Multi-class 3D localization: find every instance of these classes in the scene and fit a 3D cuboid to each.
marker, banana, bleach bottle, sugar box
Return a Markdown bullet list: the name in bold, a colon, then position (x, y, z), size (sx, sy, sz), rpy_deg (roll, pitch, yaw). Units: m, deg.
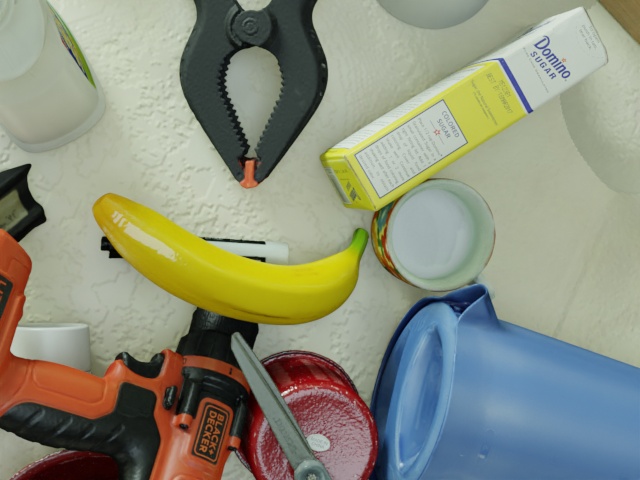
- **marker**: position (-0.081, 0.006, 0.692), size (0.121, 0.020, 0.020), rpy_deg (5, 93, -10)
- **banana**: position (-0.047, 0.017, 0.653), size (0.197, 0.037, 0.069), rpy_deg (9, 55, -37)
- **bleach bottle**: position (-0.161, -0.100, 0.554), size (0.068, 0.251, 0.102), rpy_deg (-30, 98, -7)
- **sugar box**: position (0.088, -0.081, 0.679), size (0.176, 0.093, 0.048), rpy_deg (-30, 99, -7)

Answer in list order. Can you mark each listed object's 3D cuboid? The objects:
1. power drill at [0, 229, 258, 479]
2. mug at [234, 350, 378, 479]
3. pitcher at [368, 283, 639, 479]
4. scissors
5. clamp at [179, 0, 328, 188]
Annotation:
- **power drill**: position (-0.124, 0.068, 0.623), size (0.187, 0.057, 0.184), rpy_deg (29, 53, -23)
- **mug**: position (-0.009, 0.134, 0.681), size (0.093, 0.081, 0.117), rpy_deg (-8, 95, -9)
- **pitcher**: position (0.156, 0.138, 0.694), size (0.242, 0.149, 0.145), rpy_deg (17, 59, -14)
- **scissors**: position (-0.015, 0.158, 0.631), size (0.096, 0.016, 0.201), rpy_deg (-44, 95, -1)
- **clamp**: position (-0.052, -0.140, 0.674), size (0.164, 0.036, 0.210), rpy_deg (9, 100, 5)
